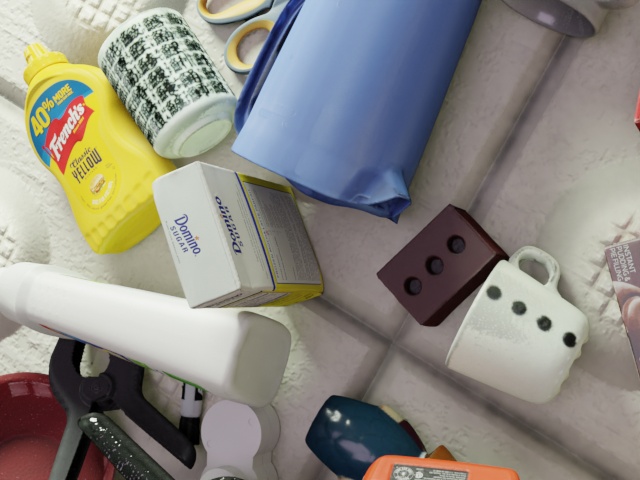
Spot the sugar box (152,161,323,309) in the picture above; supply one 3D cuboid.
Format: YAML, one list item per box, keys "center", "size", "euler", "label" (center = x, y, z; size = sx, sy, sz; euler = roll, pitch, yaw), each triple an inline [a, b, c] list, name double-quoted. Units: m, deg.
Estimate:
- center: [-0.055, 0.001, 0.774]
  size: [0.048, 0.176, 0.093]
  euler: [-22, 80, 18]
  label: "sugar box"

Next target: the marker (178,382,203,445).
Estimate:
- center: [-0.103, 0.111, 0.871]
  size: [0.020, 0.020, 0.121]
  euler: [5, 89, 21]
  label: "marker"

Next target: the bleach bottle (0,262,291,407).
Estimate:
- center: [-0.155, 0.063, 0.837]
  size: [0.251, 0.102, 0.068]
  euler: [13, 81, 24]
  label: "bleach bottle"

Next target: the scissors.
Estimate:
- center: [-0.007, -0.190, 0.851]
  size: [0.202, 0.016, 0.096]
  euler: [-7, 86, 21]
  label: "scissors"

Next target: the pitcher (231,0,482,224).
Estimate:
- center: [0.034, -0.147, 0.777]
  size: [0.149, 0.145, 0.243]
  euler: [24, 94, -1]
  label: "pitcher"

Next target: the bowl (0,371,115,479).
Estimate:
- center: [-0.247, 0.193, 0.881]
  size: [0.162, 0.055, 0.162]
  euler: [2, 60, -4]
  label: "bowl"

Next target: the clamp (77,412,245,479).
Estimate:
- center: [-0.100, 0.225, 0.772]
  size: [0.210, 0.036, 0.164]
  euler: [9, 86, 21]
  label: "clamp"

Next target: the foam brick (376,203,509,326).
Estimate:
- center: [0.090, 0.019, 0.783]
  size: [0.078, 0.051, 0.053]
  euler: [-45, 73, 13]
  label: "foam brick"

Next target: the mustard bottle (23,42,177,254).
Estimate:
- center: [-0.197, -0.089, 0.897]
  size: [0.096, 0.058, 0.192]
  euler: [-42, 73, 26]
  label: "mustard bottle"

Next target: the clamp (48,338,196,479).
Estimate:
- center: [-0.185, 0.134, 0.867]
  size: [0.120, 0.039, 0.171]
  euler: [-23, 60, -14]
  label: "clamp"
